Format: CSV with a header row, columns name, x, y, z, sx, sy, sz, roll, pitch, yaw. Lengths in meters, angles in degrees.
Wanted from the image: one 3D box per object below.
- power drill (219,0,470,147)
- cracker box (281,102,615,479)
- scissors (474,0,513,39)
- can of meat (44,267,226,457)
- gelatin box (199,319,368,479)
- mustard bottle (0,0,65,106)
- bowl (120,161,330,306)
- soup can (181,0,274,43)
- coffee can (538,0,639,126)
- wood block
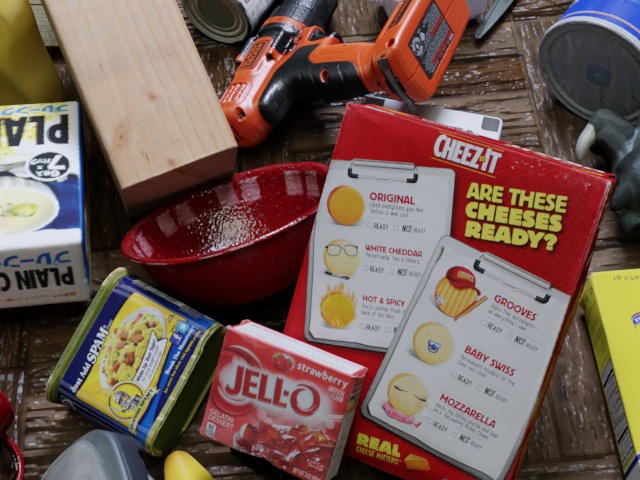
name,x,y,z,sx,sy,sz,roll,pitch,yaw
power drill,0.020,-0.155,0.832,0.188,0.057,0.184,-5,48,42
cracker box,0.071,0.038,0.665,0.164,0.072,0.214,19,102,16
scissors,0.175,-0.256,0.959,0.201,0.016,0.096,-39,60,-20
can of meat,-0.119,0.082,0.714,0.084,0.057,0.102,26,82,16
gelatin box,-0.024,0.098,0.650,0.089,0.030,0.073,20,102,20
mustard bottle,-0.262,-0.178,0.828,0.096,0.191,0.058,31,63,22
bowl,-0.055,0.001,0.751,0.162,0.055,0.162,-16,21,6
soup can,-0.067,-0.229,0.925,0.068,0.068,0.102,21,60,16
coffee can,0.253,-0.173,0.846,0.103,0.103,0.140,31,63,22
wood block,-0.144,-0.135,0.808,0.090,0.091,0.206,-22,81,-12
